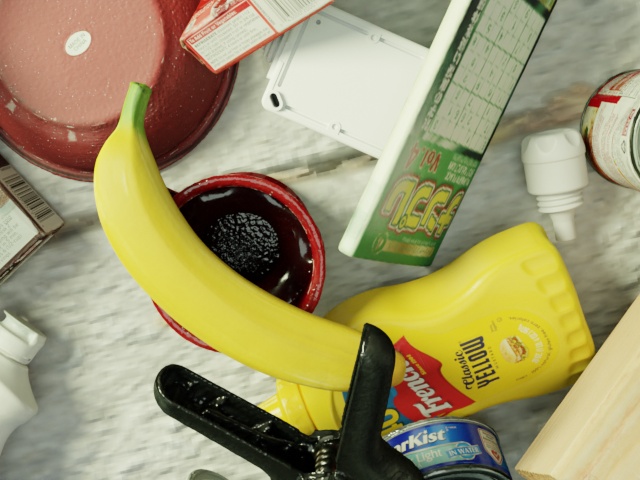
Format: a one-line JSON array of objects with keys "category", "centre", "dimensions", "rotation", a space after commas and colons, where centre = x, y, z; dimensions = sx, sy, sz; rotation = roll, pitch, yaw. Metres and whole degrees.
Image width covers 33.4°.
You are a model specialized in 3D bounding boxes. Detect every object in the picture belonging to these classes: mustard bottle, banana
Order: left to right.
[{"category": "banana", "centre": [-0.046, 0.016, 0.519], "dimensions": [0.070, 0.037, 0.198], "rotation": [-42, 97, 9]}, {"category": "mustard bottle", "centre": [0.051, 0.067, 0.598], "dimensions": [0.191, 0.058, 0.096], "rotation": [-23, 119, 5]}]

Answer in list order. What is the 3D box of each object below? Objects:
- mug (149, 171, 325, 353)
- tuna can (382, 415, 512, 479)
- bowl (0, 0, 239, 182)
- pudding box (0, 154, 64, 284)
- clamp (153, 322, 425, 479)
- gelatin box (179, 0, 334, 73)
[{"category": "mug", "centre": [-0.054, 0.001, 0.578], "dimensions": [0.117, 0.081, 0.093], "rotation": [28, 98, -4]}, {"category": "tuna can", "centre": [0.064, 0.138, 0.600], "dimensions": [0.086, 0.034, 0.086], "rotation": [-8, 136, -8]}, {"category": "bowl", "centre": [-0.125, -0.108, 0.575], "dimensions": [0.162, 0.055, 0.162], "rotation": [0, 100, 1]}, {"category": "pudding box", "centre": [-0.217, -0.018, 0.600], "dimensions": [0.090, 0.039, 0.113], "rotation": [-42, 94, 9]}, {"category": "clamp", "centre": [-0.006, 0.110, 0.528], "dimensions": [0.120, 0.039, 0.171], "rotation": [-3, 128, 22]}, {"category": "gelatin box", "centre": [-0.025, -0.133, 0.541], "dimensions": [0.089, 0.073, 0.030], "rotation": [-23, 125, 38]}]
